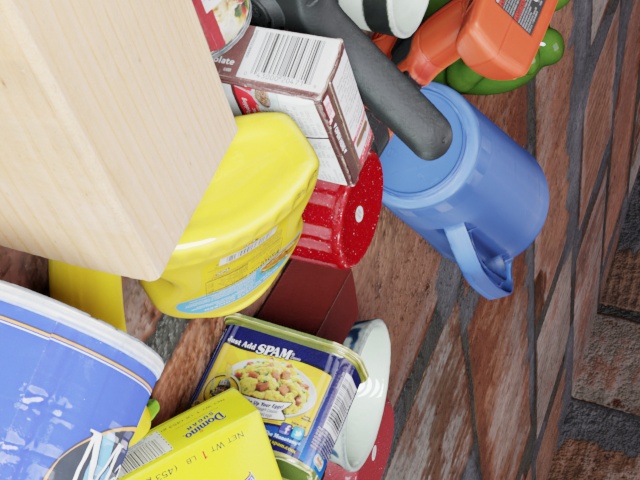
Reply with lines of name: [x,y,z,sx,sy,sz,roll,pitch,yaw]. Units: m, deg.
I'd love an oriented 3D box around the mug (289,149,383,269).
mug: [-0.008,-0.039,0.698,0.093,0.082,0.117,-26,126,-64]

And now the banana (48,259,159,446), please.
banana: [-0.114,0.046,0.545,0.069,0.037,0.198,-94,-178,-51]

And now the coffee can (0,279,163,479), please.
coffee can: [-0.134,0.095,0.418,0.102,0.103,0.140,57,49,-62]

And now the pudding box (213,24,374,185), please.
pudding box: [-0.036,-0.074,0.562,0.090,0.114,0.039,63,46,-61]

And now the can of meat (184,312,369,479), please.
can of meat: [-0.031,0.104,0.695,0.057,0.102,0.084,68,41,-57]

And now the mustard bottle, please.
mustard bottle: [-0.054,0.000,0.581,0.096,0.058,0.192,-32,168,-14]

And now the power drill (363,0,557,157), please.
power drill: [0.071,-0.116,0.749,0.057,0.188,0.184,38,56,-21]

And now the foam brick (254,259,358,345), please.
foam brick: [-0.011,0.059,0.790,0.078,0.051,0.053,-58,151,-41]

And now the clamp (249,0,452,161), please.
clamp: [-0.028,-0.133,0.576,0.036,0.165,0.210,-49,127,-17]

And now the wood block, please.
wood block: [-0.110,-0.085,0.396,0.206,0.090,0.090,72,36,-52]

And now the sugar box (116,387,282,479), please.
sugar box: [-0.058,0.186,0.632,0.093,0.048,0.176,-25,111,-19]

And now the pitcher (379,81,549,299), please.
pitcher: [0.121,-0.048,0.955,0.145,0.149,0.242,-59,156,4]
